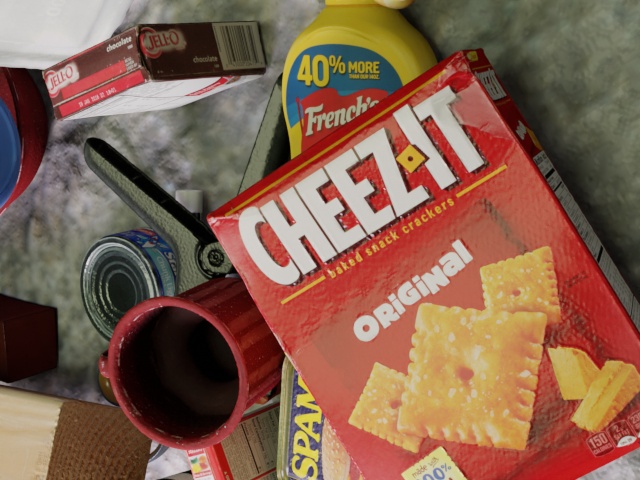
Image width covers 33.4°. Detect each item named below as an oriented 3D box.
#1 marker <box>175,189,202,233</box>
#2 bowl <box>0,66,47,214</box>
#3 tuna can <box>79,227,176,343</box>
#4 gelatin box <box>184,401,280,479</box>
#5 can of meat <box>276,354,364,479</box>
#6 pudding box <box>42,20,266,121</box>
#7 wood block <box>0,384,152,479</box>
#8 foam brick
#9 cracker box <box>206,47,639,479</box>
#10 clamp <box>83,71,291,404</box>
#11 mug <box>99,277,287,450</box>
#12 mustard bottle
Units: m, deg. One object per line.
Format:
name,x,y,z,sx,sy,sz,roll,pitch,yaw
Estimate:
marker,-0.092,0.025,0.744,0.020,0.020,0.121,4,96,36
bowl,-0.264,-0.091,0.835,0.162,0.055,0.162,8,104,36
tuna can,-0.135,0.035,0.777,0.086,0.033,0.086,8,104,36
gelatin box,-0.041,0.149,0.694,0.030,0.089,0.073,-22,86,39
can of meat,0.024,0.114,0.659,0.084,0.057,0.102,13,107,32
pudding box,-0.102,-0.107,0.673,0.090,0.113,0.039,-13,90,37
wood block,-0.232,0.155,0.799,0.207,0.090,0.090,2,77,40
foam brick,-0.259,0.078,0.867,0.078,0.051,0.053,9,105,35
cracker box,0.066,0.033,0.556,0.164,0.072,0.214,-32,89,19
clamp,-0.055,0.001,0.699,0.165,0.036,0.210,-22,89,24
mug,-0.079,0.071,0.656,0.117,0.081,0.093,-7,98,24
mustard bottle,0.023,-0.073,0.621,0.096,0.058,0.192,8,103,34
